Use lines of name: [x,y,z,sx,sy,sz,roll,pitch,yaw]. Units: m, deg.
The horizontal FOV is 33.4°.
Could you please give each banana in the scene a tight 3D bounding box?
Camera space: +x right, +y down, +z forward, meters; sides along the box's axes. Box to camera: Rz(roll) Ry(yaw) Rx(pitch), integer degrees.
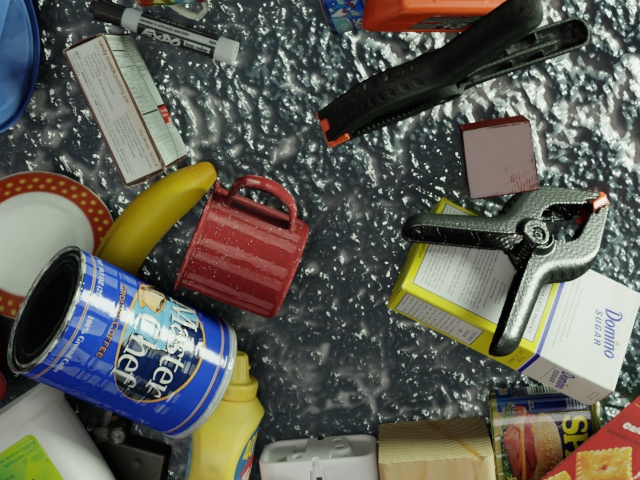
banana: [-0.150,0.018,0.868,0.069,0.037,0.198,15,107,-31]

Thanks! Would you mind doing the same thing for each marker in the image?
marker: [-0.124,-0.165,0.838,0.121,0.020,0.020,18,102,1]

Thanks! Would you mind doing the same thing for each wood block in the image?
wood block: [0.101,0.257,0.860,0.090,0.091,0.206,-5,100,5]

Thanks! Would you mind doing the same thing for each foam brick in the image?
foam brick: [0.133,-0.064,0.803,0.051,0.078,0.053,-7,100,8]

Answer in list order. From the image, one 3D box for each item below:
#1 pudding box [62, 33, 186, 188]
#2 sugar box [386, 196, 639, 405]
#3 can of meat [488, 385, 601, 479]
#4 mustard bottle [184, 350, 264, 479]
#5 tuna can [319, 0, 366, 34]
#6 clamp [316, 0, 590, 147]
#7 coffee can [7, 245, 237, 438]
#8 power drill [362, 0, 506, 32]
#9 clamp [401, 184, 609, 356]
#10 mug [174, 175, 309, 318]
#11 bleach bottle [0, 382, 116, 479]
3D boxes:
pudding box: [-0.147,-0.102,0.816,0.039,0.090,0.113,-24,98,8]
sugar box: [0.149,0.047,0.818,0.176,0.048,0.093,28,61,-2]
can of meat: [0.180,0.165,0.854,0.084,0.057,0.102,-5,100,8]
mustard bottle: [-0.081,0.181,0.860,0.058,0.096,0.192,10,101,5]
tuna can: [0.015,-0.196,0.785,0.034,0.086,0.086,-14,99,9]
clamp: [0.095,-0.122,0.787,0.210,0.164,0.036,-24,83,32]
coffee can: [-0.149,0.079,0.812,0.140,0.103,0.103,30,103,-30]
power drill: [0.057,-0.240,0.732,0.184,0.057,0.187,-5,88,-28]
clamp: [0.154,0.014,0.786,0.171,0.039,0.120,-18,73,-24]
mug: [-0.055,0.001,0.824,0.081,0.093,0.117,22,122,-4]
bleach bottle: [-0.183,0.238,0.851,0.103,0.068,0.251,-33,95,15]
